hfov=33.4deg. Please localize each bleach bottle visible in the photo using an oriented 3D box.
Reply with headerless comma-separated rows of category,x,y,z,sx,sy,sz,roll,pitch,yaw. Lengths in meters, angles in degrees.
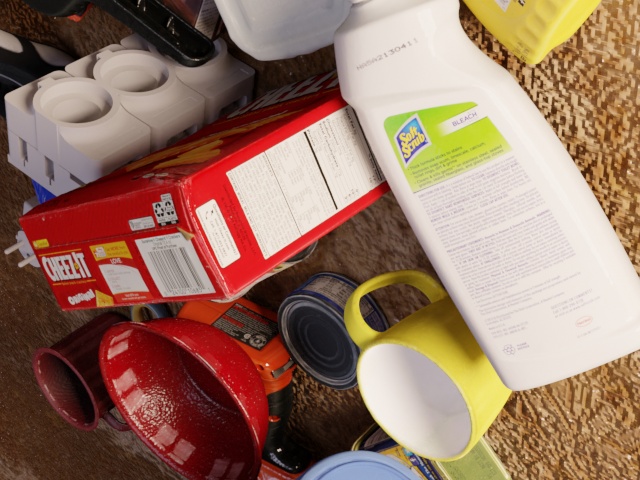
bleach bottle,0.087,-0.043,0.571,0.103,0.068,0.251,-25,108,17

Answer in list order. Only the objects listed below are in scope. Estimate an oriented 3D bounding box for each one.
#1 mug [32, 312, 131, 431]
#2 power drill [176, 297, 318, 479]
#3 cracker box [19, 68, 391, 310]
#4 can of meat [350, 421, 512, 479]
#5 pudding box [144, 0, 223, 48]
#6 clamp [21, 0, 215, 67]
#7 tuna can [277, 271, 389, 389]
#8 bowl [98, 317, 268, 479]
mug,-0.207,0.130,1.024,0.117,0.081,0.093,45,140,11
power drill,-0.076,0.131,0.910,0.185,0.057,0.188,21,134,25
cracker box,-0.044,-0.038,0.632,0.164,0.213,0.072,-8,110,47
can of meat,0.084,0.173,0.784,0.102,0.057,0.084,55,140,-1
pudding box,-0.105,-0.195,0.716,0.113,0.039,0.090,42,139,13
clamp,-0.161,-0.186,0.715,0.210,0.036,0.164,2,122,43
tuna can,0.009,0.068,0.799,0.086,0.033,0.086,26,134,30
bowl,-0.095,0.115,0.824,0.162,0.055,0.162,24,135,27
